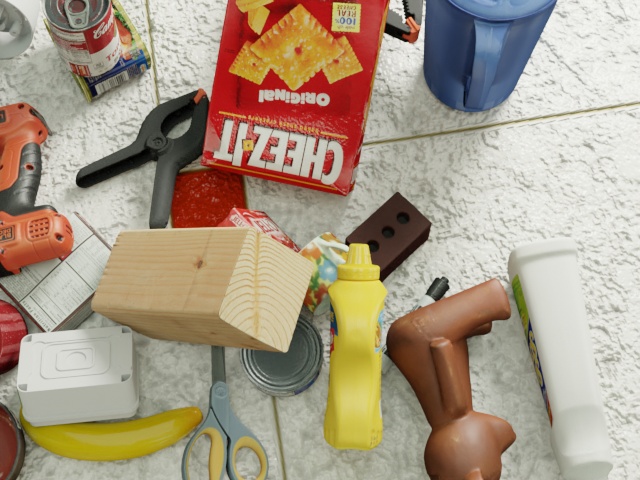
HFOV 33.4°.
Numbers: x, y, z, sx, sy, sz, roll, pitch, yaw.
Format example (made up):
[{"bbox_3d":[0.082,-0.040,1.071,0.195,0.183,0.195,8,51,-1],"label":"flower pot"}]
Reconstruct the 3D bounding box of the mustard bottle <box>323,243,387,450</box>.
[{"bbox_3d":[0.034,0.099,1.030,0.058,0.096,0.191,2,94,4],"label":"mustard bottle"}]

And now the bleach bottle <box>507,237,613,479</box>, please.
[{"bbox_3d":[0.240,0.130,1.040,0.068,0.102,0.251,-10,71,3],"label":"bleach bottle"}]

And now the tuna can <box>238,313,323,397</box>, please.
[{"bbox_3d":[-0.039,0.116,1.089,0.086,0.034,0.086,-1,72,2],"label":"tuna can"}]

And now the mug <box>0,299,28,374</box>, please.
[{"bbox_3d":[-0.354,0.091,1.071,0.117,0.081,0.093,43,94,7],"label":"mug"}]

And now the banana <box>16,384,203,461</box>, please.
[{"bbox_3d":[-0.220,0.187,1.070,0.198,0.037,0.069,8,73,4],"label":"banana"}]

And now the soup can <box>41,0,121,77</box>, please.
[{"bbox_3d":[-0.246,-0.221,1.107,0.068,0.102,0.068,1,71,-3],"label":"soup can"}]

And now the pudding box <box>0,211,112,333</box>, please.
[{"bbox_3d":[-0.267,0.038,1.119,0.113,0.039,0.090,-44,76,-9],"label":"pudding box"}]

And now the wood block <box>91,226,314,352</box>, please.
[{"bbox_3d":[-0.118,0.045,1.026,0.207,0.090,0.091,0,65,47],"label":"wood block"}]

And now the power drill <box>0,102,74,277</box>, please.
[{"bbox_3d":[-0.352,-0.045,1.120,0.184,0.057,0.187,-12,63,4],"label":"power drill"}]

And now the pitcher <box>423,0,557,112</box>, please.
[{"bbox_3d":[0.164,-0.215,1.079,0.149,0.243,0.145,-37,75,-10],"label":"pitcher"}]

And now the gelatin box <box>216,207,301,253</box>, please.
[{"bbox_3d":[-0.057,0.001,1.097,0.073,0.089,0.030,45,101,14],"label":"gelatin box"}]

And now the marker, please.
[{"bbox_3d":[0.095,0.086,1.103,0.020,0.020,0.121,36,76,12],"label":"marker"}]

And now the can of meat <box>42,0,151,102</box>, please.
[{"bbox_3d":[-0.247,-0.218,1.191,0.084,0.057,0.102,-29,74,-10],"label":"can of meat"}]

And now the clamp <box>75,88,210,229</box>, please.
[{"bbox_3d":[-0.168,-0.088,1.154,0.120,0.039,0.171,41,79,16],"label":"clamp"}]

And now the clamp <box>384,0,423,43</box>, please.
[{"bbox_3d":[0.056,-0.310,1.162,0.164,0.036,0.210,-36,77,-9],"label":"clamp"}]

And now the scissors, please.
[{"bbox_3d":[-0.085,0.166,1.076,0.096,0.016,0.201,19,66,-14],"label":"scissors"}]

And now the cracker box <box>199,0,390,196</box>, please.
[{"bbox_3d":[-0.026,-0.167,1.114,0.164,0.072,0.214,12,101,6],"label":"cracker box"}]

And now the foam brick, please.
[{"bbox_3d":[0.070,-0.001,1.114,0.078,0.051,0.053,-43,76,-11],"label":"foam brick"}]
